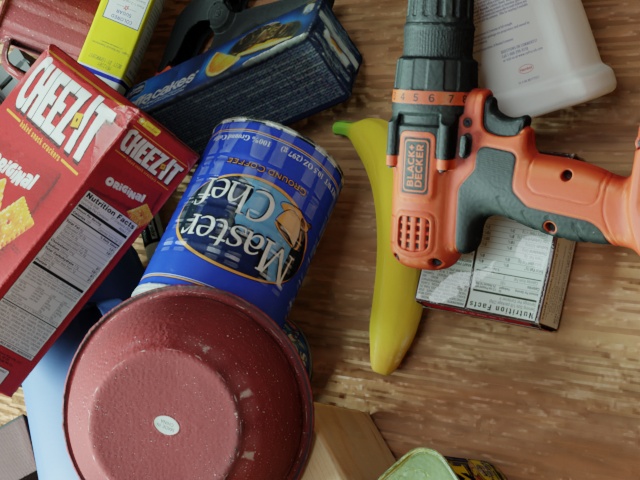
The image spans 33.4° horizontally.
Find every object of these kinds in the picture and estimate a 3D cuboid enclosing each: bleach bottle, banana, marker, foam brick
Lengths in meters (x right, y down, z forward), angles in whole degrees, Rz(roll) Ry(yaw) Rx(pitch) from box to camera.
[{"bbox_3d":[0.101,-0.199,0.673,0.103,0.068,0.251,-15,95,33],"label":"bleach bottle"},{"bbox_3d":[0.049,-0.009,0.742,0.070,0.037,0.198,-41,50,54],"label":"banana"},{"bbox_3d":[-0.147,-0.033,0.889,0.020,0.020,0.121,-31,62,24],"label":"marker"},{"bbox_3d":[-0.258,0.188,0.871,0.078,0.053,0.051,-28,61,0],"label":"foam brick"}]

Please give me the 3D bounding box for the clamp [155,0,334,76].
[{"bbox_3d":[-0.064,-0.175,0.859,0.172,0.039,0.120,-49,51,21],"label":"clamp"}]

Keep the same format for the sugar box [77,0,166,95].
[{"bbox_3d":[-0.173,-0.158,0.895,0.048,0.093,0.176,24,89,-6],"label":"sugar box"}]

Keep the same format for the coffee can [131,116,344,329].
[{"bbox_3d":[-0.055,0.001,0.737,0.103,0.102,0.140,5,61,35],"label":"coffee can"}]

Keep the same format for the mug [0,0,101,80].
[{"bbox_3d":[-0.239,-0.190,0.935,0.093,0.081,0.117,-33,40,62],"label":"mug"}]

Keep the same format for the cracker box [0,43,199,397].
[{"bbox_3d":[-0.209,-0.022,0.765,0.213,0.072,0.164,-52,44,-1],"label":"cracker box"}]

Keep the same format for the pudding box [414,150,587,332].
[{"bbox_3d":[0.117,-0.004,0.689,0.090,0.039,0.113,10,86,33],"label":"pudding box"}]

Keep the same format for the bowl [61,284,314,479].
[{"bbox_3d":[-0.086,0.107,0.635,0.162,0.055,0.162,0,90,8],"label":"bowl"}]

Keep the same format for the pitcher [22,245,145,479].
[{"bbox_3d":[-0.155,0.109,0.787,0.149,0.144,0.243,-34,58,16],"label":"pitcher"}]

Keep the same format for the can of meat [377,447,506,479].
[{"bbox_3d":[0.090,0.176,0.631,0.057,0.083,0.102,-45,57,16],"label":"can of meat"}]

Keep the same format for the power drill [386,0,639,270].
[{"bbox_3d":[0.128,-0.065,0.619,0.188,0.057,0.184,9,103,31],"label":"power drill"}]
